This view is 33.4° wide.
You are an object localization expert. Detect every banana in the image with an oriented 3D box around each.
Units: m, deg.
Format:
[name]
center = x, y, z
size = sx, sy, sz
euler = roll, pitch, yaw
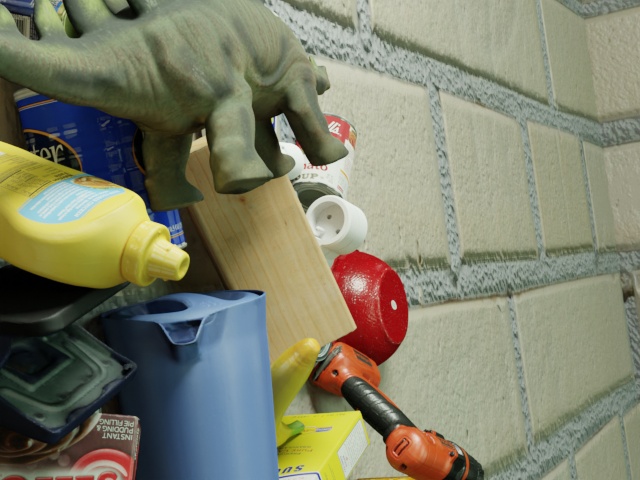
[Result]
[banana]
center = -0.040, 0.146, 0.956
size = 0.069, 0.037, 0.198
euler = -40, 162, -24

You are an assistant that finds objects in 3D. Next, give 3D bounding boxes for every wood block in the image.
[wood block]
center = -0.057, 0.002, 0.963
size = 0.206, 0.090, 0.091
euler = 65, -8, -12

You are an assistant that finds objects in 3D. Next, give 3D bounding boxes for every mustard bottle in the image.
[mustard bottle]
center = -0.172, -0.014, 0.690
size = 0.096, 0.192, 0.058
euler = -41, 146, -60

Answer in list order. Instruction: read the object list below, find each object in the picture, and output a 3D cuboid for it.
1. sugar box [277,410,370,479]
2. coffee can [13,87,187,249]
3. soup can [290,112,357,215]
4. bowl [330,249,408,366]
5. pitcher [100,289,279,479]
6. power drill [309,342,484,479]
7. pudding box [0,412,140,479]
[sugar box]
center = -0.027, 0.225, 1.015
size = 0.176, 0.093, 0.048
euler = -41, 118, -60
[coffee can]
center = -0.166, -0.053, 0.813
size = 0.102, 0.103, 0.140
euler = -24, 104, -63
[soup can]
center = 0.001, -0.083, 1.194
size = 0.068, 0.069, 0.102
euler = 52, 39, -45
[bowl]
center = 0.064, 0.082, 1.284
size = 0.162, 0.055, 0.162
euler = 30, 56, -58
[pitcher]
center = -0.096, 0.162, 0.877
size = 0.148, 0.145, 0.243
euler = -13, 97, -51
[power drill]
center = 0.085, 0.197, 1.159
size = 0.057, 0.188, 0.184
euler = -51, 143, 2
[pudding box]
center = -0.181, 0.161, 0.713
size = 0.039, 0.113, 0.090
euler = 110, -16, -66
